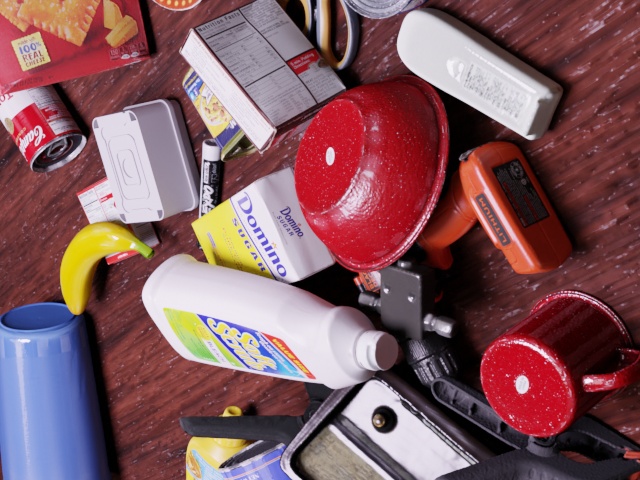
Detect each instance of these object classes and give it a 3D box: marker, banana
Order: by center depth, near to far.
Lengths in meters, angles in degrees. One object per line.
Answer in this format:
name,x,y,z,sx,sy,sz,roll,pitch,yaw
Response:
marker,-0.110,-0.042,1.050,0.020,0.020,0.121,29,127,32
banana,-0.247,0.024,1.158,0.198,0.037,0.069,-33,85,50

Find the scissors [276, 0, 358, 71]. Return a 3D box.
scissors,-0.010,-0.238,0.869,0.096,0.016,0.202,6,112,42

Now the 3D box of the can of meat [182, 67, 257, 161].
can of meat,-0.069,-0.133,0.944,0.102,0.057,0.084,-41,77,46

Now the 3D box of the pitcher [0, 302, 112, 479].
pitcher,-0.335,0.201,1.311,0.149,0.144,0.243,9,111,28

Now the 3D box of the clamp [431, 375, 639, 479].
clamp,0.158,0.166,0.807,0.171,0.120,0.039,12,135,10

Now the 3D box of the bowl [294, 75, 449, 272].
bowl,0.027,-0.059,0.830,0.162,0.055,0.162,-26,57,49

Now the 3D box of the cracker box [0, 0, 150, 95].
cracker box,-0.259,-0.255,0.989,0.072,0.163,0.214,10,115,50

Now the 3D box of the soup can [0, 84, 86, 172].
soup can,-0.312,-0.135,1.168,0.102,0.068,0.069,55,136,11

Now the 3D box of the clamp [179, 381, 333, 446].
clamp,-0.015,0.168,0.987,0.210,0.164,0.036,42,172,12

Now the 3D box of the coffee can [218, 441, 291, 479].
coffee can,-0.024,0.263,1.046,0.103,0.102,0.140,-27,88,47

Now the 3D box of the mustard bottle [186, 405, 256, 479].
mustard bottle,-0.104,0.256,1.152,0.096,0.058,0.192,32,128,31

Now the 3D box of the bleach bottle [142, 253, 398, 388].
bleach bottle,-0.041,0.071,0.906,0.251,0.068,0.102,5,133,45

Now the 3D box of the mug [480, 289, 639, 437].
mug,0.182,0.094,0.787,0.117,0.081,0.093,1,109,44

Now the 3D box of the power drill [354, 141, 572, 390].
power drill,0.105,0.019,0.844,0.188,0.057,0.184,-32,85,46

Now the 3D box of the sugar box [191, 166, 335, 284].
sugar box,-0.057,0.001,0.967,0.093,0.048,0.176,65,156,0

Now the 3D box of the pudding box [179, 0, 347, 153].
pudding box,-0.045,-0.138,0.872,0.113,0.089,0.039,50,146,9

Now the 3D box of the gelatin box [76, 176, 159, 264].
gelatin box,-0.219,-0.025,1.156,0.073,0.030,0.089,-19,95,48
